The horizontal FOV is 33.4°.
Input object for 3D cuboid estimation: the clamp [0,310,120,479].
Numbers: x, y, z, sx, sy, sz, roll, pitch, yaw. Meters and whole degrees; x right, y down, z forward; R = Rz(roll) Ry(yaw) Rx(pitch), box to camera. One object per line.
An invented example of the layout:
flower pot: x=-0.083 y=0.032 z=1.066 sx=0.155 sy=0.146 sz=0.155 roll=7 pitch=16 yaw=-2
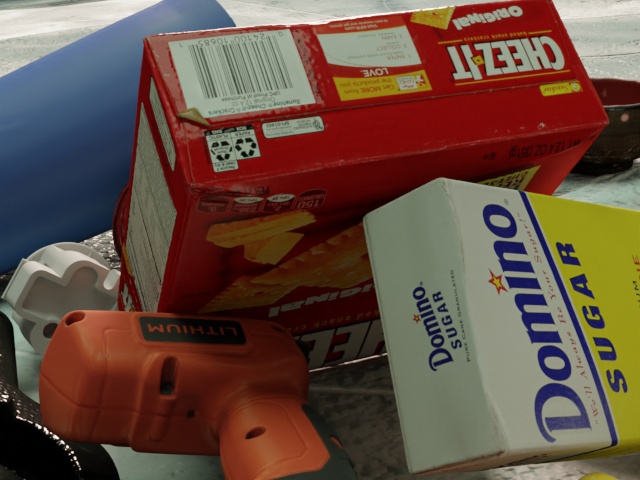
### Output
clamp: x=-0.154 y=0.071 z=0.426 sx=0.210 sy=0.036 sz=0.164 roll=33 pitch=11 yaw=40

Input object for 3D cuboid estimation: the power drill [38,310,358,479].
power drill: x=-0.039 y=0.086 z=0.349 sx=0.184 sy=0.057 sz=0.188 roll=8 pitch=19 yaw=-27

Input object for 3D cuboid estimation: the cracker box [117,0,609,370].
cracker box: x=0.002 y=-0.007 z=0.468 sx=0.164 sy=0.214 sz=0.072 roll=-10 pitch=64 yaw=-18

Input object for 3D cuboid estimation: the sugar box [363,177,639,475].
sugar box: x=0.099 y=0.034 z=0.398 sx=0.175 sy=0.093 sz=0.048 roll=6 pitch=-23 yaw=-43

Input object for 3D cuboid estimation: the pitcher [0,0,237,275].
pitcher: x=-0.164 y=-0.064 z=0.707 sx=0.242 sy=0.149 sz=0.145 roll=-27 pitch=71 yaw=-18
